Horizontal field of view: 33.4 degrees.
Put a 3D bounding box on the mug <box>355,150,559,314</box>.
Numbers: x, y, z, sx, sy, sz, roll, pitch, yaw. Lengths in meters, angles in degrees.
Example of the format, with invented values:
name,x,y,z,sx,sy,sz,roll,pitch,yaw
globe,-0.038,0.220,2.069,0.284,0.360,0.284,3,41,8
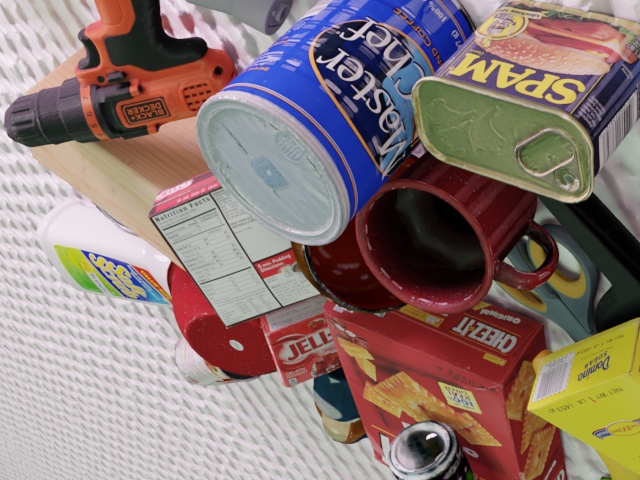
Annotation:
name,x,y,z,sx,sy,sz,roll,pitch,yaw
mug,0.092,-0.010,0.655,0.117,0.081,0.093,27,134,21

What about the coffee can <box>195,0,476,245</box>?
name,x,y,z,sx,sy,sz,roll,pitch,yaw
coffee can,0.012,-0.080,0.611,0.103,0.140,0.103,31,150,21

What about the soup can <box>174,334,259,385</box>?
name,x,y,z,sx,sy,sz,roll,pitch,yaw
soup can,-0.100,0.113,1.091,0.068,0.068,0.102,49,151,-12

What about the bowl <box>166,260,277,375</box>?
name,x,y,z,sx,sy,sz,roll,pitch,yaw
bowl,-0.070,0.073,0.955,0.162,0.055,0.162,11,140,9

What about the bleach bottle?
name,x,y,z,sx,sy,sz,roll,pitch,yaw
bleach bottle,-0.176,0.019,1.067,0.251,0.068,0.102,8,136,43

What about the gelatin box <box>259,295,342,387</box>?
name,x,y,z,sx,sy,sz,roll,pitch,yaw
gelatin box,0.000,0.079,0.900,0.030,0.089,0.073,-114,6,-46

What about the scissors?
name,x,y,z,sx,sy,sz,roll,pitch,yaw
scissors,0.187,0.058,0.710,0.202,0.016,0.096,43,152,0

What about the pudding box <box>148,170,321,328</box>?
name,x,y,z,sx,sy,sz,roll,pitch,yaw
pudding box,-0.055,0.001,0.762,0.090,0.039,0.113,-20,117,22

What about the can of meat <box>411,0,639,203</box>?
name,x,y,z,sx,sy,sz,roll,pitch,yaw
can of meat,0.113,-0.076,0.550,0.102,0.083,0.057,22,145,33

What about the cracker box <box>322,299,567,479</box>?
name,x,y,z,sx,sy,sz,roll,pitch,yaw
cracker box,0.102,0.127,0.852,0.164,0.072,0.213,21,146,34

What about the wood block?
name,x,y,z,sx,sy,sz,roll,pitch,yaw
wood block,-0.131,-0.062,0.868,0.206,0.090,0.090,36,150,14

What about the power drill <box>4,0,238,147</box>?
name,x,y,z,sx,sy,sz,roll,pitch,yaw
power drill,-0.167,-0.154,0.751,0.184,0.057,0.187,-11,129,11
